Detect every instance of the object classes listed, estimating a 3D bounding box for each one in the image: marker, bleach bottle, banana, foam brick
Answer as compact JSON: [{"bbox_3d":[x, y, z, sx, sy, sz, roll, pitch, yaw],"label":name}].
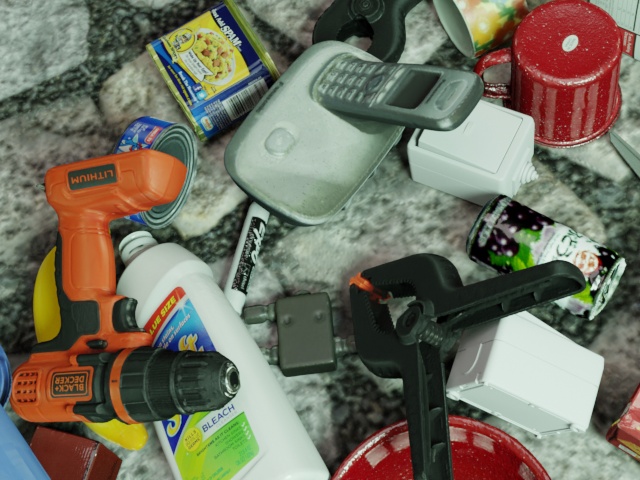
[{"bbox_3d":[-0.056,0.001,0.840,0.020,0.020,0.121,9,67,14],"label":"marker"},{"bbox_3d":[-0.092,0.096,0.774,0.103,0.068,0.251,-43,57,14],"label":"bleach bottle"},{"bbox_3d":[-0.183,0.074,0.818,0.069,0.037,0.198,-18,63,3],"label":"banana"},{"bbox_3d":[-0.183,0.180,0.759,0.051,0.053,0.078,10,66,15],"label":"foam brick"}]

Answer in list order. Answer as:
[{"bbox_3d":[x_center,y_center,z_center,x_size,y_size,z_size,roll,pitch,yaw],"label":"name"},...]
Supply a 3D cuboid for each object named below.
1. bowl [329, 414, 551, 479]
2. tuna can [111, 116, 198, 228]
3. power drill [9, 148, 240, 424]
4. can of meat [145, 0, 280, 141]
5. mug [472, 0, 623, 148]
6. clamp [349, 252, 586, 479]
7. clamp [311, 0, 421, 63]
[{"bbox_3d":[0.080,0.199,0.699,0.162,0.055,0.162,-4,64,8],"label":"bowl"},{"bbox_3d":[-0.133,-0.054,0.844,0.034,0.086,0.086,17,69,19],"label":"tuna can"},{"bbox_3d":[-0.136,0.034,0.745,0.185,0.057,0.187,-7,73,26],"label":"power drill"},{"bbox_3d":[-0.088,-0.144,0.896,0.084,0.057,0.102,-31,62,-2],"label":"can of meat"},{"bbox_3d":[0.177,-0.131,0.826,0.117,0.081,0.093,1,65,11],"label":"mug"},{"bbox_3d":[0.070,0.070,0.714,0.164,0.036,0.210,-60,28,-5],"label":"clamp"},{"bbox_3d":[0.051,-0.194,0.904,0.120,0.039,0.171,5,72,18],"label":"clamp"}]
